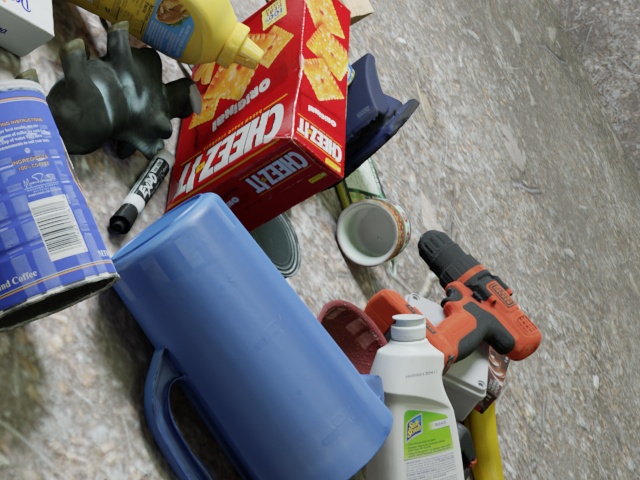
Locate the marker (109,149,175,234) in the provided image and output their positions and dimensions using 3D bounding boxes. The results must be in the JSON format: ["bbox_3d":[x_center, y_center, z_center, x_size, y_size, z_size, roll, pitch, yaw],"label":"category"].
[{"bbox_3d":[-0.151,-0.042,0.909,0.020,0.020,0.121,54,28,-21],"label":"marker"}]

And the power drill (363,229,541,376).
[{"bbox_3d":[0.132,0.070,1.149,0.187,0.057,0.184,-18,57,-46],"label":"power drill"}]

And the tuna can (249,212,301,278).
[{"bbox_3d":[-0.057,0.001,1.026,0.086,0.034,0.086,42,35,-38],"label":"tuna can"}]

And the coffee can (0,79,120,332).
[{"bbox_3d":[-0.205,-0.020,0.700,0.102,0.103,0.140,-15,81,-63],"label":"coffee can"}]

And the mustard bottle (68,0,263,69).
[{"bbox_3d":[-0.135,-0.202,0.915,0.191,0.096,0.058,30,59,-8],"label":"mustard bottle"}]

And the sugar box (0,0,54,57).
[{"bbox_3d":[-0.264,-0.243,0.852,0.093,0.048,0.176,27,48,-51],"label":"sugar box"}]

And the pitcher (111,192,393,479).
[{"bbox_3d":[-0.066,0.093,0.844,0.243,0.145,0.149,55,16,-11],"label":"pitcher"}]

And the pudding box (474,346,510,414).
[{"bbox_3d":[0.177,0.146,1.283,0.090,0.039,0.113,36,27,2],"label":"pudding box"}]

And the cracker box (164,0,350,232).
[{"bbox_3d":[-0.055,-0.117,0.969,0.072,0.164,0.213,35,42,-32],"label":"cracker box"}]

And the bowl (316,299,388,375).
[{"bbox_3d":[0.022,0.141,1.023,0.162,0.055,0.162,42,35,-38],"label":"bowl"}]

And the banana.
[{"bbox_3d":[0.200,0.232,1.286,0.069,0.037,0.197,45,32,-30],"label":"banana"}]

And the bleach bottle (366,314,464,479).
[{"bbox_3d":[0.088,0.191,0.957,0.102,0.068,0.251,-5,96,-38],"label":"bleach bottle"}]
